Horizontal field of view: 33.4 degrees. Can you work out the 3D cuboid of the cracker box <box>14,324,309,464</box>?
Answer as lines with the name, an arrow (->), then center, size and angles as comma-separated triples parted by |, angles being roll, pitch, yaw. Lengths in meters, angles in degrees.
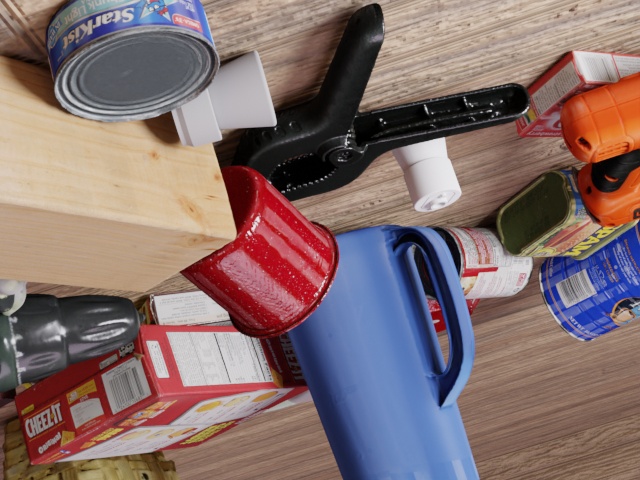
cracker box -> -0.134, 0.133, 0.951 | 0.164, 0.072, 0.213 | -30, 160, 30

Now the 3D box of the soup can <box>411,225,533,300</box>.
soup can -> 0.142, 0.020, 0.997 | 0.102, 0.068, 0.069 | 0, 154, -39

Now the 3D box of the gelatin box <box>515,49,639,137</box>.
gelatin box -> 0.193, -0.103, 0.768 | 0.089, 0.030, 0.073 | -2, 156, -33

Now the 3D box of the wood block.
wood block -> -0.156, -0.035, 0.591 | 0.091, 0.090, 0.205 | -30, 157, 32

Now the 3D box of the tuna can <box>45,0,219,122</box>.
tuna can -> -0.098, -0.097, 0.552 | 0.086, 0.034, 0.086 | -14, 160, -6

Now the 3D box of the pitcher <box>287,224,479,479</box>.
pitcher -> 0.056, 0.112, 0.915 | 0.145, 0.243, 0.149 | -17, 166, -9

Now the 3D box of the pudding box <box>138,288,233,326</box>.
pudding box -> -0.115, 0.076, 0.986 | 0.113, 0.039, 0.090 | -7, 158, -30

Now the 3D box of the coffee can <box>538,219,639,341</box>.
coffee can -> 0.314, 0.032, 1.111 | 0.102, 0.103, 0.141 | 4, 152, -43

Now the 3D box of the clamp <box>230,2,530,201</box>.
clamp -> 0.023, -0.071, 0.703 | 0.164, 0.036, 0.210 | 13, 147, -39

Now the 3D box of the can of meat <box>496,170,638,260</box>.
can of meat -> 0.222, -0.023, 0.962 | 0.083, 0.057, 0.102 | 0, 154, -31

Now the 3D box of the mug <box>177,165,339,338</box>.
mug -> -0.055, 0.001, 0.710 | 0.093, 0.117, 0.081 | -52, 130, -7
